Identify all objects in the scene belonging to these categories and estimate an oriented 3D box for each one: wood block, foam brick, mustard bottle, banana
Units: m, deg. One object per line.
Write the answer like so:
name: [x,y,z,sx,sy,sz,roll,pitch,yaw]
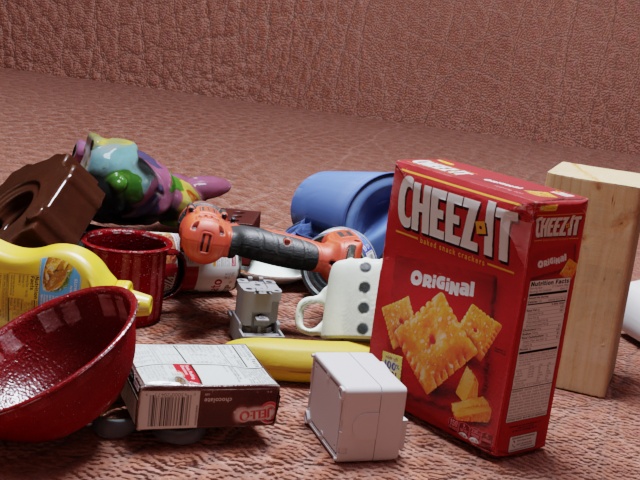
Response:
wood block: [0.256,0.036,1.045,0.090,0.206,0.090,11,15,20]
foam brick: [-0.103,-0.005,1.284,0.053,0.051,0.078,6,14,2]
mustard bottle: [-0.251,0.049,0.980,0.191,0.096,0.058,7,13,1]
banana: [-0.007,0.107,0.985,0.197,0.037,0.069,5,14,-8]

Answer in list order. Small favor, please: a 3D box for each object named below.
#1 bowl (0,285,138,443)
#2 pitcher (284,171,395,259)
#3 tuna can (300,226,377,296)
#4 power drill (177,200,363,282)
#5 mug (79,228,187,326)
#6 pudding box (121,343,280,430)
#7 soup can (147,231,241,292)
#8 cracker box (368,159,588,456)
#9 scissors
bowl: [-0.198,0.100,0.796,0.162,0.055,0.162,-21,24,9]
pitcher: [0.038,-0.026,1.362,0.149,0.145,0.243,29,-4,-21]
tuna can: [0.020,0.029,1.220,0.086,0.086,0.033,11,16,20]
power drill: [-0.057,0.001,1.117,0.187,0.057,0.184,10,10,-9]
mug: [-0.190,0.037,1.091,0.117,0.081,0.093,-4,17,-38]
pudding box: [-0.098,0.113,0.842,0.113,0.039,0.090,4,14,-23]
soup can: [-0.147,0.024,1.199,0.102,0.068,0.069,1,14,-25]
cracker box: [0.123,0.051,0.897,0.071,0.214,0.164,-4,17,-39]
scissors: [-0.111,0.128,0.891,0.096,0.016,0.201,14,16,22]
